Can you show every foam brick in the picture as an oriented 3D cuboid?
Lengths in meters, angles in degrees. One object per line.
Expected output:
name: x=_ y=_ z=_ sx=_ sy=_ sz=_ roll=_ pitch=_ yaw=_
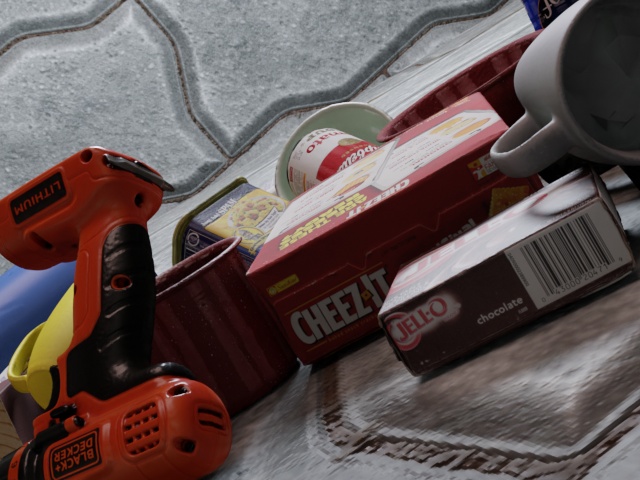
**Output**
foam brick: x=-0.253 y=0.147 z=0.834 sx=0.051 sy=0.053 sz=0.078 roll=-29 pitch=8 yaw=9

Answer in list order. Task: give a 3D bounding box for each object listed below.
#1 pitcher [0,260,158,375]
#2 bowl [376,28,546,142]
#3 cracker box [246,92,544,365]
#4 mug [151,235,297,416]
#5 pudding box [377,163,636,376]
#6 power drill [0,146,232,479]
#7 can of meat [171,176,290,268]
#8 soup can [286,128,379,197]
pitcher: x=-0.306 y=0.079 z=1.160 sx=0.242 sy=0.145 sz=0.149 roll=-39 pitch=-20 yaw=-31
bowl: x=0.126 y=-0.102 z=0.849 sx=0.162 sy=0.055 sz=0.162 roll=-32 pitch=10 yaw=6
cracker box: x=0.052 y=-0.015 z=0.670 sx=0.164 sy=0.072 sz=0.213 roll=-30 pitch=9 yaw=10
mug: x=-0.075 y=0.059 z=0.633 sx=0.117 sy=0.081 sz=0.093 roll=-23 pitch=11 yaw=40
pudding box: x=0.086 y=0.012 z=0.499 sx=0.114 sy=0.039 sz=0.090 roll=-27 pitch=8 yaw=16
power drill: x=-0.133 y=0.059 z=0.558 sx=0.185 sy=0.187 sz=0.057 roll=-25 pitch=-29 yaw=26
can of meat: x=-0.056 y=0.001 z=0.860 sx=0.084 sy=0.057 sz=0.101 roll=23 pitch=38 yaw=23
soup can: x=0.025 y=-0.046 z=0.839 sx=0.068 sy=0.068 sz=0.102 roll=-33 pitch=30 yaw=-16
